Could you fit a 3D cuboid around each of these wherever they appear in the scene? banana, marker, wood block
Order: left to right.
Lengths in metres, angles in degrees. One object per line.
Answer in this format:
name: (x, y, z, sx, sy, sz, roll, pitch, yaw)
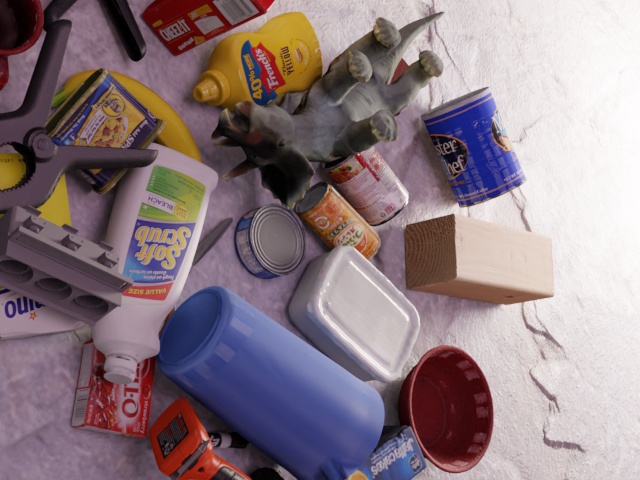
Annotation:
banana: (-0.199, -0.134, 1.155, 0.197, 0.037, 0.069, 27, 90, -32)
marker: (-0.125, 0.213, 1.138, 0.120, 0.020, 0.020, 8, 73, -41)
wood block: (0.218, 0.029, 1.455, 0.205, 0.091, 0.090, 11, 72, -41)

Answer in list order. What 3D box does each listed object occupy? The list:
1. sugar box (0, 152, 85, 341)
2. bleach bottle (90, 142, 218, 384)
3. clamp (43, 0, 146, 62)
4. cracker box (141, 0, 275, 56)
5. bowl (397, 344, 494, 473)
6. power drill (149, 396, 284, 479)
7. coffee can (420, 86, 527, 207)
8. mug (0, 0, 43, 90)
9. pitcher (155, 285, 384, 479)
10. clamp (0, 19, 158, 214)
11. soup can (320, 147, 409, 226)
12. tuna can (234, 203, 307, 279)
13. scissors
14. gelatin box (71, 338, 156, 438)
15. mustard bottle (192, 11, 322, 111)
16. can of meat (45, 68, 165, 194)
sugar box: (-0.285, 0.005, 1.028, 0.093, 0.048, 0.176, -5, 81, -43)
bleach bottle: (-0.174, 0.028, 1.090, 0.102, 0.068, 0.250, 25, 56, -29)
clamp: (-0.247, -0.280, 1.145, 0.120, 0.039, 0.171, 6, 68, -46)
cracker box: (-0.086, -0.319, 1.217, 0.072, 0.165, 0.213, 50, 51, -24)
bowl: (0.150, 0.217, 1.365, 0.161, 0.055, 0.162, 13, 70, -40)
power drill: (-0.086, 0.240, 1.077, 0.187, 0.185, 0.057, 42, 87, -21)
coffee can: (0.213, -0.130, 1.484, 0.102, 0.103, 0.140, -31, 100, -43)
mug: (-0.323, -0.198, 1.022, 0.093, 0.082, 0.117, -12, 87, -44)
pitcher: (-0.057, 0.148, 1.141, 0.242, 0.149, 0.145, 41, 65, -31)
clamp: (-0.269, -0.100, 1.001, 0.209, 0.036, 0.164, -36, 109, -31)
soup can: (0.058, -0.076, 1.351, 0.102, 0.069, 0.068, 50, 51, -22)
tuna can: (-0.058, 0.002, 1.246, 0.085, 0.034, 0.086, 13, 70, -40)
scissors: (-0.167, 0.024, 1.153, 0.096, 0.016, 0.201, 43, 53, -26)
gelatin box: (-0.206, 0.149, 1.073, 0.073, 0.030, 0.089, 21, 66, -38)
mustard bottle: (-0.079, -0.202, 1.264, 0.191, 0.058, 0.096, -32, 117, -42)
can of meat: (-0.225, -0.112, 1.089, 0.084, 0.058, 0.102, 44, 80, -26)
